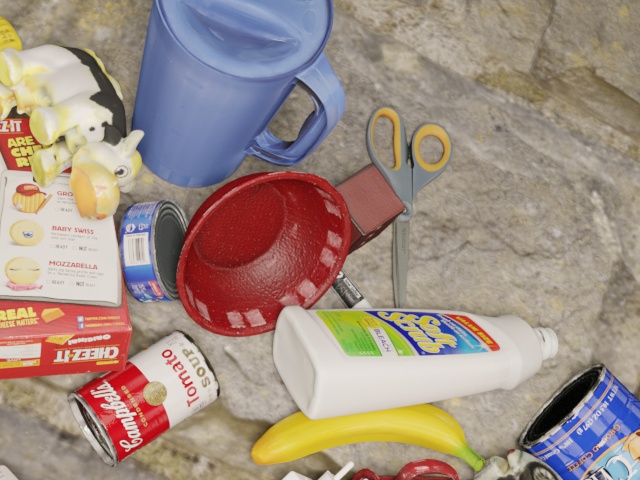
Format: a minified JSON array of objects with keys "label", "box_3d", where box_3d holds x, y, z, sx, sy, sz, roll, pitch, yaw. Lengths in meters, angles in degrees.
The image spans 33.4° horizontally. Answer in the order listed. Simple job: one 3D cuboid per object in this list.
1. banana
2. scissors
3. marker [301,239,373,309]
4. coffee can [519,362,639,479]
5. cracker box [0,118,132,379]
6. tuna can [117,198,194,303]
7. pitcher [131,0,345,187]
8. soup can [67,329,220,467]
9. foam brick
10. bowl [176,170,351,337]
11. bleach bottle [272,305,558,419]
[{"label":"banana","box_3d":[0.038,0.160,0.898,0.197,0.069,0.037,2,114,-11]},{"label":"scissors","box_3d":[0.094,-0.036,1.013,0.096,0.016,0.202,-6,72,-19]},{"label":"marker","box_3d":[0.005,0.022,0.962,0.020,0.020,0.121,-35,83,-25]},{"label":"coffee can","box_3d":[0.259,0.192,0.929,0.140,0.103,0.102,45,64,3]},{"label":"cracker box","box_3d":[-0.244,0.004,0.836,0.164,0.072,0.214,-3,53,-19]},{"label":"tuna can","box_3d":[-0.135,0.009,0.886,0.034,0.086,0.086,-5,68,15]},{"label":"pitcher","box_3d":[-0.078,-0.128,0.868,0.144,0.243,0.149,1,70,-17]},{"label":"soup can","box_3d":[-0.140,0.125,0.851,0.102,0.069,0.068,-31,81,-26]},{"label":"foam brick","box_3d":[0.031,-0.024,0.955,0.053,0.078,0.051,-34,84,-24]},{"label":"bowl","box_3d":[-0.056,0.001,0.900,0.161,0.162,0.055,-18,40,-23]},{"label":"bleach bottle","box_3d":[0.092,0.095,0.930,0.250,0.068,0.103,-3,33,-25]}]
